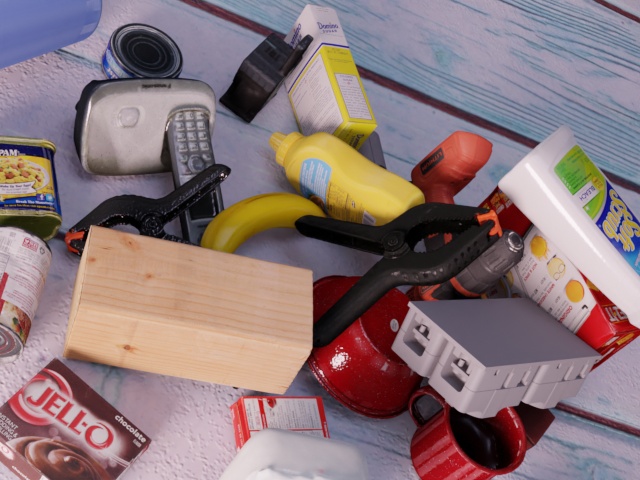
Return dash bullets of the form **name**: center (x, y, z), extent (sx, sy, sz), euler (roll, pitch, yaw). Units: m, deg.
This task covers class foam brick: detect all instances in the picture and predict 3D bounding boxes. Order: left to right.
- **foam brick**: center (0.194, 0.181, 1.114), extent (0.078, 0.051, 0.052), euler (48, 46, 7)

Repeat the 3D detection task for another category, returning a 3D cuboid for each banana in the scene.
- **banana**: center (-0.061, -0.014, 1.097), extent (0.037, 0.069, 0.197), euler (15, 29, 37)

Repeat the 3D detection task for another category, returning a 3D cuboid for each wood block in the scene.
- **wood block**: center (-0.118, 0.066, 0.965), extent (0.206, 0.091, 0.090), euler (12, 51, -15)

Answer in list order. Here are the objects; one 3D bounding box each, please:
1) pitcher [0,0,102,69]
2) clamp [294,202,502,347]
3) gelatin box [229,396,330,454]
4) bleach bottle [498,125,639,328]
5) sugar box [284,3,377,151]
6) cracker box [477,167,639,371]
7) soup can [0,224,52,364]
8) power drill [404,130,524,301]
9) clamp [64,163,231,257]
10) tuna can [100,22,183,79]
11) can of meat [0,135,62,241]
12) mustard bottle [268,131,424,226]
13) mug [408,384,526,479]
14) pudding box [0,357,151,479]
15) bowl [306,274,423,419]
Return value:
- **pitcher**: center (-0.345, -0.228, 1.048), extent (0.242, 0.145, 0.149), euler (-29, 87, -45)
- **clamp**: center (0.071, 0.021, 1.031), extent (0.036, 0.210, 0.164), euler (61, 23, -46)
- **gelatin box**: center (-0.036, 0.183, 0.988), extent (0.089, 0.030, 0.073), euler (4, 57, -28)
- **bleach bottle**: center (0.295, 0.005, 1.070), extent (0.251, 0.068, 0.102), euler (48, 46, 6)
- **sugar box**: center (0.004, -0.177, 1.234), extent (0.048, 0.093, 0.176), euler (4, 56, -30)
- **cracker box**: center (0.241, 0.045, 1.165), extent (0.071, 0.164, 0.214), euler (-7, 61, -34)
- **soup can**: center (-0.276, 0.046, 0.917), extent (0.068, 0.069, 0.102), euler (21, 49, -17)
- **power drill**: center (0.148, -0.020, 1.130), extent (0.057, 0.185, 0.187), euler (19, 56, -23)
- **clamp**: center (-0.155, -0.019, 1.019), extent (0.171, 0.039, 0.120), euler (1, 62, -8)
- **tuna can**: center (-0.194, -0.197, 1.169), extent (0.086, 0.034, 0.086), euler (16, 51, -21)
- **can of meat**: center (-0.292, -0.047, 0.984), extent (0.101, 0.058, 0.084), euler (2, 59, -30)
- **mustard bottle**: center (0.021, -0.063, 1.151), extent (0.192, 0.096, 0.058), euler (34, 59, 21)
- **mug**: center (0.132, 0.192, 1.047), extent (0.117, 0.082, 0.093), euler (44, 46, 4)
- **pudding box**: center (-0.212, 0.165, 0.887), extent (0.113, 0.039, 0.089), euler (41, 46, 1)
- **bowl**: center (0.056, 0.095, 1.074), extent (0.161, 0.055, 0.162), euler (24, 47, -28)
